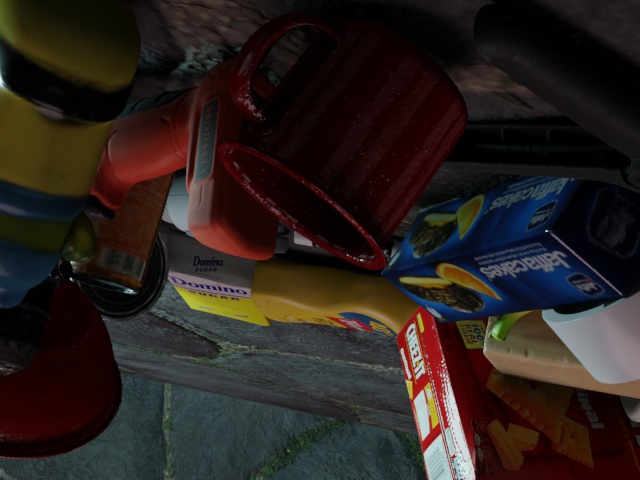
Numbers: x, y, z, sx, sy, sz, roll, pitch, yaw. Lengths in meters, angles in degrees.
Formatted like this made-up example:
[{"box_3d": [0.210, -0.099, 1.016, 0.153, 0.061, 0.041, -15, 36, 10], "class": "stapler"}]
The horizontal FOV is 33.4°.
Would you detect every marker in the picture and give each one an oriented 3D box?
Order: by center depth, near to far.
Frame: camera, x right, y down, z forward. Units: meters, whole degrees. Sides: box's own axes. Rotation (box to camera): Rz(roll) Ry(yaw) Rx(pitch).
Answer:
[{"box_3d": [0.039, 0.004, 0.845, 0.121, 0.020, 0.020, 11, 166, 10], "class": "marker"}]

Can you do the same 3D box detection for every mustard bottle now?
[{"box_3d": [0.039, 0.056, 0.971, 0.192, 0.058, 0.096, 6, 166, 25], "class": "mustard bottle"}]

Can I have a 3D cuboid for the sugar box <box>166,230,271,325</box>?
[{"box_3d": [-0.098, 0.042, 1.073, 0.093, 0.048, 0.176, 12, 168, 7], "class": "sugar box"}]

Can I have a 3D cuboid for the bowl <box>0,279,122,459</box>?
[{"box_3d": [-0.193, 0.058, 0.667, 0.162, 0.055, 0.162, 21, -151, -12], "class": "bowl"}]

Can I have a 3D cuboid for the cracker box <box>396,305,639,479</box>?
[{"box_3d": [0.182, 0.136, 0.855, 0.213, 0.164, 0.072, 6, 140, -21], "class": "cracker box"}]

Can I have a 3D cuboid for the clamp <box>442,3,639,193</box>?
[{"box_3d": [0.153, -0.047, 0.492, 0.210, 0.036, 0.164, 15, 168, 10], "class": "clamp"}]

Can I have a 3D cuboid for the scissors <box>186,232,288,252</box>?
[{"box_3d": [-0.056, 0.001, 0.841, 0.096, 0.016, 0.202, 9, -178, -19], "class": "scissors"}]

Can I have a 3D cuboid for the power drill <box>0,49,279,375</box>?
[{"box_3d": [-0.112, -0.020, 0.585, 0.188, 0.184, 0.057, -6, 158, 30], "class": "power drill"}]

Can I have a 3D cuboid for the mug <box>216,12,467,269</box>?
[{"box_3d": [0.006, -0.053, 0.480, 0.117, 0.081, 0.093, 44, 166, -34], "class": "mug"}]
